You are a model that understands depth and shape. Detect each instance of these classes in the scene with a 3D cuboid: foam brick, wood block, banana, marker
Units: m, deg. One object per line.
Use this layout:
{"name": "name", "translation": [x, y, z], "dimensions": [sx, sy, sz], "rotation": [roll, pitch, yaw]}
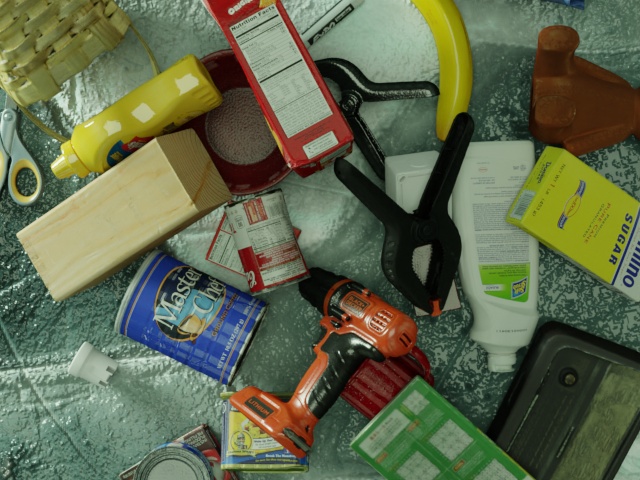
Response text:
{"name": "foam brick", "translation": [0.122, 0.042, 1.179], "dimensions": [0.053, 0.051, 0.078], "rotation": [-12, 90, 5]}
{"name": "wood block", "translation": [-0.211, -0.026, 1.150], "dimensions": [0.206, 0.090, 0.090], "rotation": [-30, 90, 23]}
{"name": "banana", "translation": [0.133, -0.211, 1.184], "dimensions": [0.070, 0.037, 0.198], "rotation": [-20, 88, 26]}
{"name": "marker", "translation": [-0.002, -0.237, 1.198], "dimensions": [0.121, 0.020, 0.020], "rotation": [-40, 88, 4]}

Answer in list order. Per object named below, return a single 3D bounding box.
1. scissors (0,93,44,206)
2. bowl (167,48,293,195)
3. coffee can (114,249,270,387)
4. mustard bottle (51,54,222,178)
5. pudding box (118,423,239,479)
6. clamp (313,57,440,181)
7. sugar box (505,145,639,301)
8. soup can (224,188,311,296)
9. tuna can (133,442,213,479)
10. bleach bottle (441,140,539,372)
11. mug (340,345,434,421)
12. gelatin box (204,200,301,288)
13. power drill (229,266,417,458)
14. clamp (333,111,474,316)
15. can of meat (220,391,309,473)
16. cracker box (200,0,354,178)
{"name": "scissors", "translation": [-0.341, -0.127, 1.226], "dimensions": [0.096, 0.016, 0.202], "rotation": [24, 93, 1]}
{"name": "bowl", "translation": [-0.089, -0.130, 1.188], "dimensions": [0.162, 0.055, 0.162], "rotation": [0, 91, 4]}
{"name": "coffee can", "translation": [-0.140, 0.085, 1.172], "dimensions": [0.140, 0.103, 0.103], "rotation": [26, 93, 3]}
{"name": "mustard bottle", "translation": [-0.198, -0.121, 1.118], "dimensions": [0.191, 0.096, 0.058], "rotation": [-31, 88, 3]}
{"name": "pudding box", "translation": [-0.156, 0.273, 1.209], "dimensions": [0.113, 0.039, 0.090], "rotation": [-30, 89, 3]}
{"name": "clamp", "translation": [0.036, -0.142, 1.187], "dimensions": [0.171, 0.039, 0.120], "rotation": [21, 102, 11]}
{"name": "sugar box", "translation": [0.292, -0.016, 1.138], "dimensions": [0.176, 0.048, 0.093], "rotation": [30, 91, -18]}
{"name": "soup can", "translation": [-0.058, 0.001, 1.151], "dimensions": [0.068, 0.068, 0.102], "rotation": [-18, 91, 4]}
{"name": "tuna can", "translation": [-0.161, 0.266, 1.172], "dimensions": [0.086, 0.034, 0.086], "rotation": [0, 90, 2]}
{"name": "bleach bottle", "translation": [0.187, 0.018, 1.169], "dimensions": [0.102, 0.068, 0.251], "rotation": [-2, 93, -1]}
{"name": "mug", "translation": [0.076, 0.150, 1.160], "dimensions": [0.081, 0.093, 0.117], "rotation": [38, 130, -3]}
{"name": "gelatin box", "translation": [-0.076, 0.004, 1.203], "dimensions": [0.089, 0.030, 0.073], "rotation": [23, 94, 3]}
{"name": "power drill", "translation": [-0.009, 0.121, 1.126], "dimensions": [0.187, 0.185, 0.057], "rotation": [-51, 127, -9]}
{"name": "clamp", "translation": [0.091, -0.017, 1.097], "dimensions": [0.164, 0.036, 0.210], "rotation": [-14, 112, -25]}
{"name": "can of meat", "translation": [-0.060, 0.213, 1.180], "dimensions": [0.102, 0.057, 0.084], "rotation": [-1, 73, 4]}
{"name": "cracker box", "translation": [-0.044, -0.172, 1.073], "dimensions": [0.072, 0.164, 0.214], "rotation": [-29, 90, 2]}
